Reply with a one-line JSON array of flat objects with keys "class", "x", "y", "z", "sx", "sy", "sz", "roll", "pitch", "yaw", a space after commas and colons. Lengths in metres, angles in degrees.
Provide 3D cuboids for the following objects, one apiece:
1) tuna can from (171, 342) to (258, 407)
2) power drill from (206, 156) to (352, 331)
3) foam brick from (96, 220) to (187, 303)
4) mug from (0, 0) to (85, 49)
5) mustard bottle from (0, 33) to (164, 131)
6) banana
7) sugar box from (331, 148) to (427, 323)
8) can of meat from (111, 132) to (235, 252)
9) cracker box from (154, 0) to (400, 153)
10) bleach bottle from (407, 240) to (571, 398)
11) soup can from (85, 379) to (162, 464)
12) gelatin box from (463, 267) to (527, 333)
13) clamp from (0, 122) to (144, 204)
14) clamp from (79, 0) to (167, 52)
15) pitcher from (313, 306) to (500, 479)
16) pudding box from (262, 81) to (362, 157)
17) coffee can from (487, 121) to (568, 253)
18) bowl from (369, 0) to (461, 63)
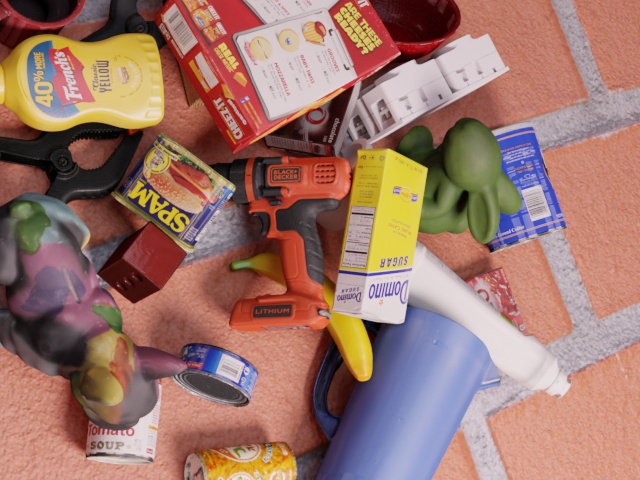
[{"class": "tuna can", "x": -0.108, "y": 0.138, "z": 1.094, "sx": 0.086, "sy": 0.086, "sz": 0.033, "roll": 29, "pitch": 63, "yaw": -20}, {"class": "power drill", "x": -0.057, "y": 0.001, "z": 1.135, "sx": 0.184, "sy": 0.057, "sz": 0.187, "roll": -2, "pitch": 80, "yaw": 15}, {"class": "foam brick", "x": -0.182, "y": 0.024, "z": 1.089, "sx": 0.053, "sy": 0.078, "sz": 0.051, "roll": 42, "pitch": 59, "yaw": -13}, {"class": "mug", "x": -0.304, "y": -0.239, "z": 1.090, "sx": 0.093, "sy": 0.082, "sz": 0.117, "roll": 51, "pitch": 59, "yaw": -8}, {"class": "mustard bottle", "x": -0.258, "y": -0.159, "z": 1.076, "sx": 0.191, "sy": 0.058, "sz": 0.096, "roll": -5, "pitch": 87, "yaw": -24}, {"class": "banana", "x": -0.006, "y": 0.071, "z": 1.171, "sx": 0.198, "sy": 0.037, "sz": 0.069, "roll": 39, "pitch": 69, "yaw": 15}, {"class": "sugar box", "x": 0.065, "y": -0.003, "z": 1.138, "sx": 0.093, "sy": 0.048, "sz": 0.176, "roll": 17, "pitch": 78, "yaw": -55}, {"class": "can of meat", "x": -0.150, "y": -0.051, "z": 1.109, "sx": 0.102, "sy": 0.057, "sz": 0.084, "roll": 37, "pitch": 90, "yaw": 4}, {"class": "cracker box", "x": -0.044, "y": -0.213, "z": 1.128, "sx": 0.213, "sy": 0.072, "sz": 0.164, "roll": -34, "pitch": 94, "yaw": -32}, {"class": "bleach bottle", "x": 0.185, "y": 0.099, "z": 1.234, "sx": 0.251, "sy": 0.102, "sz": 0.068, "roll": 37, "pitch": 99, "yaw": -2}, {"class": "soup can", "x": -0.192, "y": 0.165, "z": 1.048, "sx": 0.068, "sy": 0.069, "sz": 0.102, "roll": 12, "pitch": 70, "yaw": -26}, {"class": "gelatin box", "x": 0.207, "y": 0.086, "z": 1.317, "sx": 0.073, "sy": 0.030, "sz": 0.089, "roll": -18, "pitch": 85, "yaw": -32}, {"class": "clamp", "x": -0.276, "y": -0.081, "z": 1.089, "sx": 0.209, "sy": 0.036, "sz": 0.164, "roll": -39, "pitch": 95, "yaw": -30}, {"class": "clamp", "x": -0.193, "y": -0.217, "z": 1.153, "sx": 0.120, "sy": 0.039, "sz": 0.171, "roll": 39, "pitch": 83, "yaw": -25}, {"class": "pitcher", "x": 0.073, "y": 0.198, "z": 1.165, "sx": 0.145, "sy": 0.149, "sz": 0.242, "roll": 44, "pitch": 62, "yaw": -30}, {"class": "pudding box", "x": -0.009, "y": -0.153, "z": 1.232, "sx": 0.090, "sy": 0.039, "sz": 0.113, "roll": 11, "pitch": 68, "yaw": 15}, {"class": "coffee can", "x": 0.238, "y": -0.066, "z": 1.334, "sx": 0.102, "sy": 0.103, "sz": 0.140, "roll": -15, "pitch": 84, "yaw": -32}, {"class": "bowl", "x": 0.088, "y": -0.266, "z": 1.309, "sx": 0.162, "sy": 0.055, "sz": 0.162, "roll": 6, "pitch": 44, "yaw": -6}]
